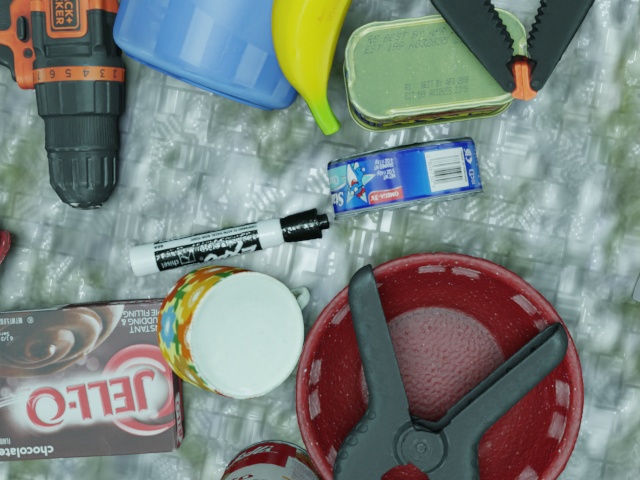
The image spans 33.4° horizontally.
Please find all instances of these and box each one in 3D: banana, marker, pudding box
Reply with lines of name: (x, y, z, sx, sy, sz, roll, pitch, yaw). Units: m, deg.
banana: (0.029, -0.139, 0.497, 0.069, 0.037, 0.198, 27, 127, -16)
marker: (-0.054, 0.001, 0.642, 0.121, 0.020, 0.020, -12, 92, 4)
pudding box: (-0.141, 0.083, 0.642, 0.113, 0.039, 0.090, -4, 93, 3)

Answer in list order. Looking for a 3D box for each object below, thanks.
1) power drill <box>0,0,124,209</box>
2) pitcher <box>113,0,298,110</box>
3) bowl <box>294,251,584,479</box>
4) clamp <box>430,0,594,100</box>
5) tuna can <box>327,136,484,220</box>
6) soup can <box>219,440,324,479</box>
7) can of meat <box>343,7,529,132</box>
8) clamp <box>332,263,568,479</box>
power drill: (-0.209, -0.109, 0.629, 0.187, 0.057, 0.184, -1, 93, 2)
pitcher: (-0.032, -0.204, 0.580, 0.144, 0.149, 0.243, 19, 100, -18)
bowl: (0.067, 0.086, 0.621, 0.162, 0.055, 0.162, 0, 93, 4)
clamp: (0.097, -0.173, 0.499, 0.165, 0.036, 0.210, -10, 110, 16)
tuna can: (0.047, -0.035, 0.601, 0.086, 0.086, 0.034, -10, 91, 4)
soup can: (-0.032, 0.159, 0.608, 0.068, 0.102, 0.068, 0, 93, 3)
can of meat: (0.063, -0.095, 0.597, 0.102, 0.084, 0.057, -7, 93, 4)
clamp: (0.064, 0.105, 0.575, 0.120, 0.039, 0.171, 9, 96, 8)
